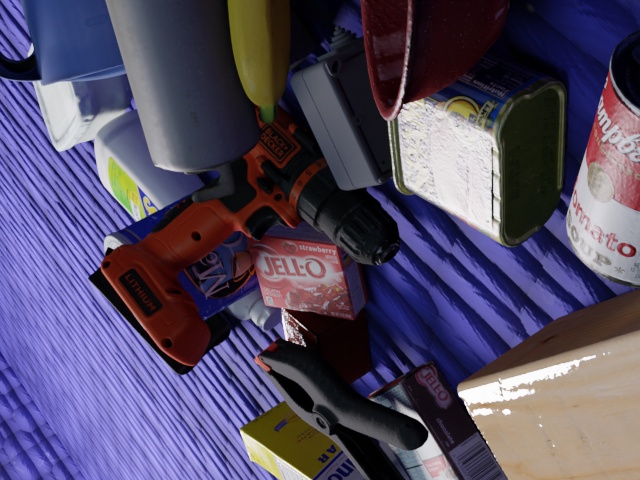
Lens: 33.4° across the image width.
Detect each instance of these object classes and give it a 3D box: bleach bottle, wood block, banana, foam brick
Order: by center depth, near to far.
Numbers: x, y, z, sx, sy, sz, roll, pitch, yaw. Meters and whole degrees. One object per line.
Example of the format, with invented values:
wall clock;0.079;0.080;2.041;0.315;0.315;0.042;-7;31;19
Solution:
wood block;0.167;0.076;0.534;0.090;0.090;0.206;60;156;3
banana;-0.043;-0.170;0.658;0.070;0.037;0.198;-157;62;-72
foam brick;0.005;0.083;0.903;0.053;0.051;0.078;39;148;40
bleach bottle;-0.121;-0.013;1.031;0.251;0.068;0.103;45;152;25

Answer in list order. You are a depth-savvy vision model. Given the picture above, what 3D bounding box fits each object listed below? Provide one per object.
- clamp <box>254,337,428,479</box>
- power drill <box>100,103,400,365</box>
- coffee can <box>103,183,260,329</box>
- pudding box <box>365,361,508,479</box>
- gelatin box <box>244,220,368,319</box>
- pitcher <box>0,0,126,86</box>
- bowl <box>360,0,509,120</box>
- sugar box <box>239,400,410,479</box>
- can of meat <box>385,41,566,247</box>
clamp;0.018;0.132;0.842;0.171;0.039;0.120;40;144;16
power drill;-0.055;0.001;0.780;0.185;0.187;0.057;46;180;31
coffee can;-0.098;0.010;0.912;0.103;0.140;0.103;44;151;32
pudding box;0.088;0.157;0.841;0.113;0.039;0.090;59;156;7
gelatin box;-0.011;0.022;0.855;0.089;0.030;0.073;8;127;30
pitcher;-0.188;-0.240;0.792;0.145;0.149;0.243;-7;105;37
bowl;0.055;-0.139;0.510;0.162;0.055;0.162;177;90;-86
sugar box;0.010;0.190;0.962;0.176;0.093;0.048;15;130;57
can of meat;0.086;-0.056;0.588;0.084;0.057;0.102;34;146;40
